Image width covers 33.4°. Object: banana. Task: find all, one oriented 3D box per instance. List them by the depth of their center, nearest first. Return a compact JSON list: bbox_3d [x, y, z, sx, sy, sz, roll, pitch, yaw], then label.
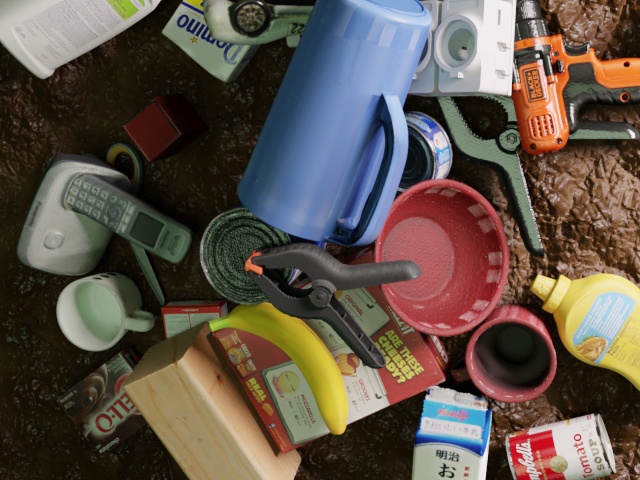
[{"bbox_3d":[-0.027,0.124,1.132,0.070,0.037,0.197,-45,107,8],"label":"banana"}]

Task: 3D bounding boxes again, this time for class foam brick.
[{"bbox_3d":[-0.171,-0.126,1.183,0.051,0.078,0.053,-38,89,20],"label":"foam brick"}]

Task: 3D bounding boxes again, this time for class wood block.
[{"bbox_3d":[-0.120,0.209,1.217,0.090,0.090,0.206,-26,106,23],"label":"wood block"}]

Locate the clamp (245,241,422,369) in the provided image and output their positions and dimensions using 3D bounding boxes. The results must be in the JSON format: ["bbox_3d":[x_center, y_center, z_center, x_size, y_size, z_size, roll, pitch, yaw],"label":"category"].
[{"bbox_3d":[0.007,0.059,1.055,0.171,0.039,0.120,14,106,10],"label":"clamp"}]

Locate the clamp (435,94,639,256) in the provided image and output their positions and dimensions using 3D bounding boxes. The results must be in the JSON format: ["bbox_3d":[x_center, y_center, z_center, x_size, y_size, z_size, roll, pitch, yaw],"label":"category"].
[{"bbox_3d":[0.209,-0.110,1.103,0.210,0.036,0.165,46,101,6],"label":"clamp"}]

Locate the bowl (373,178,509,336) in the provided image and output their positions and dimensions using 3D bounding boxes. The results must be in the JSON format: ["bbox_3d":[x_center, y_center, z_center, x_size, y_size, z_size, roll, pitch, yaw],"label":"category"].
[{"bbox_3d":[0.115,0.018,1.112,0.161,0.055,0.162,1,87,-25],"label":"bowl"}]

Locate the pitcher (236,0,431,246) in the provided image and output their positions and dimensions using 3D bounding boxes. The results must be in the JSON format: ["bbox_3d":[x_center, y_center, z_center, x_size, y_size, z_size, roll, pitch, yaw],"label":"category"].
[{"bbox_3d":[0.023,-0.122,1.034,0.149,0.145,0.243,22,117,0],"label":"pitcher"}]

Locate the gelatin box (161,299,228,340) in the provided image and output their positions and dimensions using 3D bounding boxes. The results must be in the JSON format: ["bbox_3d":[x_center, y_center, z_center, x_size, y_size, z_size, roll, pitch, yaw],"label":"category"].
[{"bbox_3d":[-0.143,0.116,1.256,0.073,0.030,0.089,-2,104,15],"label":"gelatin box"}]

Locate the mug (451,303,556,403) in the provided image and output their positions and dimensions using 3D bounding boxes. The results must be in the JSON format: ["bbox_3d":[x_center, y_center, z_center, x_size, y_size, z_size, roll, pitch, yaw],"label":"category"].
[{"bbox_3d":[0.194,0.120,1.137,0.117,0.081,0.093,-28,94,19],"label":"mug"}]

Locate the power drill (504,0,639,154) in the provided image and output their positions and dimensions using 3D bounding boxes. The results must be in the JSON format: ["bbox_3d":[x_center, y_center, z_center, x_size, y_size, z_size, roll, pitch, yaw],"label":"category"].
[{"bbox_3d":[0.272,-0.189,1.047,0.188,0.057,0.184,-11,89,13],"label":"power drill"}]

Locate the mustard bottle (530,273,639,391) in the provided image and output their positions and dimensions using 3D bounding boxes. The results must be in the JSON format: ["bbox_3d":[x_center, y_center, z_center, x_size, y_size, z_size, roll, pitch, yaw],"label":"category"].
[{"bbox_3d":[0.307,0.090,1.111,0.191,0.058,0.096,29,110,7],"label":"mustard bottle"}]

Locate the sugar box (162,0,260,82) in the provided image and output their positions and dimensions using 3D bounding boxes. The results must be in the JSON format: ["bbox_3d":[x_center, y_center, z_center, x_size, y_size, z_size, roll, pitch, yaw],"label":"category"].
[{"bbox_3d":[-0.084,-0.265,1.144,0.093,0.048,0.176,39,108,3],"label":"sugar box"}]

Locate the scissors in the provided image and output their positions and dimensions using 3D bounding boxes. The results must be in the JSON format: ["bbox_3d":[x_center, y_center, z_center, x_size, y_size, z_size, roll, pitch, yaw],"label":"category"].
[{"bbox_3d":[-0.214,-0.029,1.249,0.096,0.016,0.202,-38,91,21],"label":"scissors"}]

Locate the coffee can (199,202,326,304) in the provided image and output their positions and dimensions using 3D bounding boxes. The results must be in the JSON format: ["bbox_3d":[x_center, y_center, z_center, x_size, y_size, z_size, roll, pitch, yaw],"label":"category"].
[{"bbox_3d":[-0.058,0.001,1.147,0.103,0.140,0.103,3,104,14],"label":"coffee can"}]

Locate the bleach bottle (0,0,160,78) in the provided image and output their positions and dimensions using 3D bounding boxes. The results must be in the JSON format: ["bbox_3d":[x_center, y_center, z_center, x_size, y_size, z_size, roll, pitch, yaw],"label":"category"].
[{"bbox_3d":[-0.227,-0.264,1.152,0.251,0.102,0.068,-19,53,19],"label":"bleach bottle"}]

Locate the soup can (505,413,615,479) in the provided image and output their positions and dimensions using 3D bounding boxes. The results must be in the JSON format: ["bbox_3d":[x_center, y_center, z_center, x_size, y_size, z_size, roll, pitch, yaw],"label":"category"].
[{"bbox_3d":[0.259,0.231,1.152,0.102,0.068,0.068,-17,97,17],"label":"soup can"}]

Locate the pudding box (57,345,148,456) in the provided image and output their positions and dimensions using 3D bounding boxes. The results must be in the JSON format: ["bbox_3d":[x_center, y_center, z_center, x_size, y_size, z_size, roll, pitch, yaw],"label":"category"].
[{"bbox_3d":[-0.249,0.195,1.298,0.114,0.039,0.090,-37,92,20],"label":"pudding box"}]

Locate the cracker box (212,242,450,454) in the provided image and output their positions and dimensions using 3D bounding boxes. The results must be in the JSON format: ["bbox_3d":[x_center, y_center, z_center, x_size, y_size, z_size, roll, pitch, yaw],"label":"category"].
[{"bbox_3d":[0.013,0.120,1.193,0.214,0.072,0.164,-28,95,18],"label":"cracker box"}]

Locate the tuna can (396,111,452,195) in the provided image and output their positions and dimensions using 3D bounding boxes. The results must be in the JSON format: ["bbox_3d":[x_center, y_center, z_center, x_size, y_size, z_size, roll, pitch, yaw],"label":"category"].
[{"bbox_3d":[0.094,-0.091,1.124,0.086,0.033,0.086,18,121,32],"label":"tuna can"}]
